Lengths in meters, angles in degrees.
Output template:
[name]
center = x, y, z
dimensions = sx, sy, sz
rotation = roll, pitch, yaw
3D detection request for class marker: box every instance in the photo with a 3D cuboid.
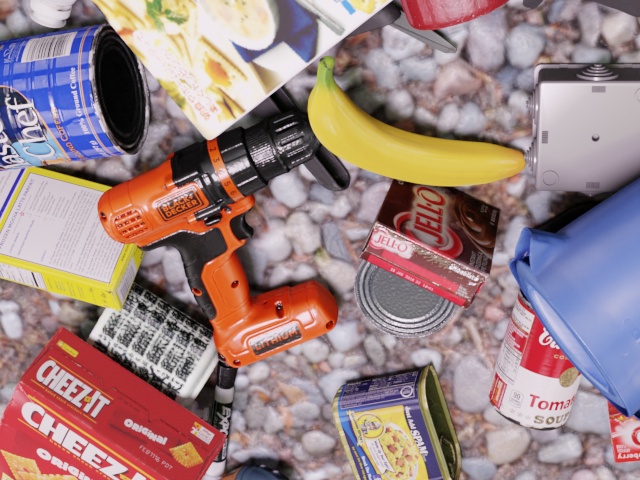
[marker]
center = -0.089, 0.157, 0.959
dimensions = 0.020, 0.020, 0.121
rotation = 12, 113, 6

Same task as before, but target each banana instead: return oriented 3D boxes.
[banana]
center = 0.062, -0.072, 0.791
dimensions = 0.197, 0.037, 0.070
rotation = 19, 147, -31

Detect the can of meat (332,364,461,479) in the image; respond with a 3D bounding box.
[can of meat]
center = 0.066, 0.164, 0.910
dimensions = 0.084, 0.057, 0.102
rotation = -13, 108, 19

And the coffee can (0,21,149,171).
[coffee can]
center = -0.218, -0.109, 0.830
dimensions = 0.140, 0.102, 0.103
rotation = -6, 111, 14

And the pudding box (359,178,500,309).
[pudding box]
center = 0.085, -0.005, 0.805
dimensions = 0.090, 0.113, 0.039
rotation = 26, 118, 0

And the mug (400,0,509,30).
[mug]
center = 0.094, -0.196, 0.730
dimensions = 0.093, 0.117, 0.081
rotation = -31, 114, -21

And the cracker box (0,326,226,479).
[cracker box]
center = -0.196, 0.187, 0.922
dimensions = 0.164, 0.072, 0.214
rotation = 34, 141, -3

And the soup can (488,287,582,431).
[soup can]
center = 0.178, 0.091, 0.850
dimensions = 0.068, 0.068, 0.102
rotation = 14, 114, 5

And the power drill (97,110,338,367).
[power drill]
center = -0.056, 0.001, 0.843
dimensions = 0.184, 0.057, 0.187
rotation = -22, 120, 11

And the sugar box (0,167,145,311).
[sugar box]
center = -0.233, -0.011, 0.880
dimensions = 0.176, 0.093, 0.048
rotation = 15, 152, 8

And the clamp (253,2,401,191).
[clamp]
center = -0.051, -0.128, 0.822
dimensions = 0.210, 0.036, 0.165
rotation = 15, 125, 10

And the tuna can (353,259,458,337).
[tuna can]
center = 0.072, 0.034, 0.868
dimensions = 0.086, 0.033, 0.086
rotation = 4, 113, 10
